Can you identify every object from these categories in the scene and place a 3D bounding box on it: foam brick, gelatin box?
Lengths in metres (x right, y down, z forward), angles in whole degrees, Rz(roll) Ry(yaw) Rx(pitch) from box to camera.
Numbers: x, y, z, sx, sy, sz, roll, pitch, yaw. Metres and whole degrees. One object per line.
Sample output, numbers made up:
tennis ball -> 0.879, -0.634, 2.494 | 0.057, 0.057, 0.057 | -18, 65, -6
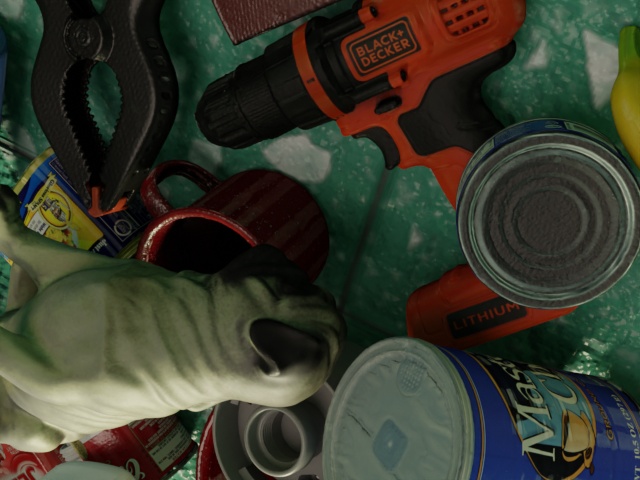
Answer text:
foam brick -> -0.014, -0.140, 0.542 | 0.078, 0.052, 0.051 | -16, 106, 32
gelatin box -> -0.230, 0.176, 0.815 | 0.089, 0.030, 0.073 | -26, 101, 33

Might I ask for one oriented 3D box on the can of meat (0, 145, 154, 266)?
can of meat -> -0.154, -0.005, 0.675 | 0.084, 0.057, 0.102 | 46, 125, 1

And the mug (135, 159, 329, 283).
mug -> -0.054, 0.001, 0.612 | 0.117, 0.081, 0.093 | 45, 125, 0

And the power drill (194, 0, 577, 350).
power drill -> 0.044, -0.033, 0.554 | 0.185, 0.057, 0.187 | -21, 104, 26

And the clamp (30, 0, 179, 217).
clamp -> -0.132, -0.121, 0.603 | 0.165, 0.036, 0.210 | 12, 105, 24

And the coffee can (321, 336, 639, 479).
coffee can -> 0.086, 0.110, 0.542 | 0.103, 0.140, 0.103 | -24, 59, 48

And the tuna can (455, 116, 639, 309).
tuna can -> 0.105, -0.012, 0.493 | 0.086, 0.033, 0.086 | 2, 106, 8

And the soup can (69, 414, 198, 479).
soup can -> -0.139, 0.119, 0.720 | 0.069, 0.068, 0.102 | -32, 97, 34
